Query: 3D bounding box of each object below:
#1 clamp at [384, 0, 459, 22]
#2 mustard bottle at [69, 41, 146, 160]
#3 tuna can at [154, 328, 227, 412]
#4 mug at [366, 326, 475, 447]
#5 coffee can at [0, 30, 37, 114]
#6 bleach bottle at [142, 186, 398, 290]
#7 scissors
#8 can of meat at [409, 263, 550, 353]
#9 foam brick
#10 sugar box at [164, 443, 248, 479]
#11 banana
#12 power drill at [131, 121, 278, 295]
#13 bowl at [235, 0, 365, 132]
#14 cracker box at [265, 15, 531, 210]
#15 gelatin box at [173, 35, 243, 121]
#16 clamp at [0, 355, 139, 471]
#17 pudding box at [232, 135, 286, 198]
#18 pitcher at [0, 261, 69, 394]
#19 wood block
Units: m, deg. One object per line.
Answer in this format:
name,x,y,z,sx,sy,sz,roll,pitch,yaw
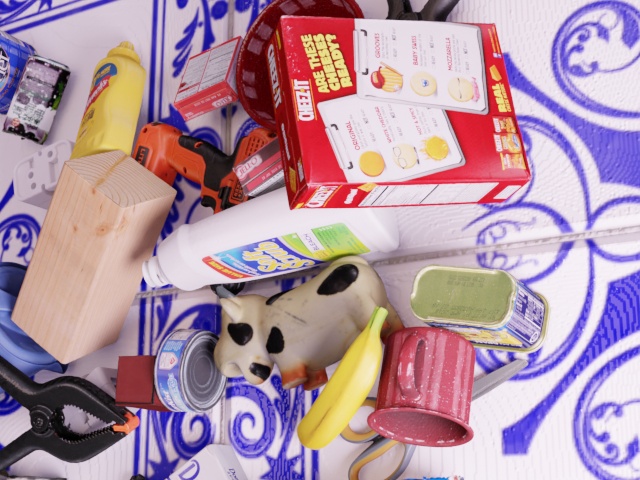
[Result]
clamp,0.103,-0.219,1.065,0.120,0.039,0.171,2,85,37
mustard bottle,-0.241,-0.156,1.235,0.096,0.058,0.191,-36,39,45
tuna can,-0.131,0.133,1.094,0.034,0.086,0.086,-1,77,30
mug,0.088,0.121,0.926,0.093,0.117,0.081,-2,60,23
coffee can,-0.443,-0.230,1.351,0.103,0.140,0.103,-9,73,30
bleach bottle,-0.057,0.001,1.050,0.251,0.102,0.068,-18,56,19
scissors,0.092,0.149,0.992,0.202,0.016,0.096,-46,56,11
can of meat,0.139,0.059,0.940,0.102,0.083,0.057,3,73,33
foam brick,-0.170,0.151,1.119,0.053,0.078,0.051,-5,74,29
sugar box,-0.145,0.294,1.086,0.176,0.048,0.093,-42,59,18
banana,0.016,0.145,0.966,0.037,0.069,0.198,33,131,4
power drill,-0.130,-0.045,1.158,0.188,0.057,0.184,18,89,32
bowl,-0.009,-0.182,1.116,0.162,0.055,0.162,-9,73,30
cracker box,0.068,-0.114,0.966,0.072,0.213,0.164,128,136,-63
gelatin box,-0.118,-0.179,1.179,0.073,0.030,0.089,-18,40,27
clamp,-0.296,0.178,1.133,0.210,0.036,0.164,-5,100,16
pudding box,-0.019,-0.071,1.059,0.090,0.113,0.039,-32,65,21
pitcher,-0.425,0.129,1.251,0.243,0.144,0.149,-32,66,25
wood block,-0.246,0.018,1.146,0.090,0.090,0.206,36,118,20
